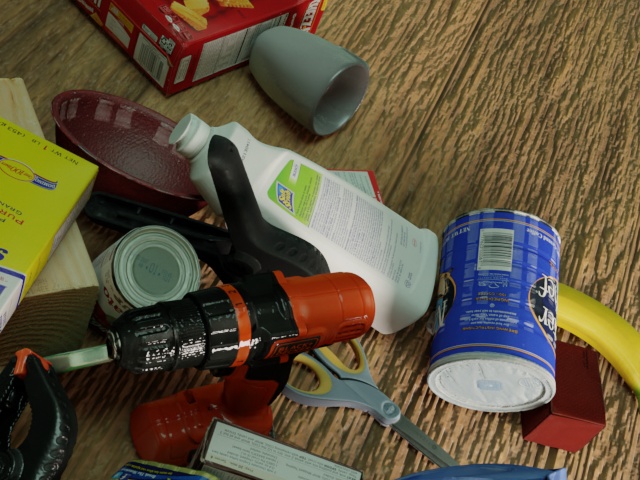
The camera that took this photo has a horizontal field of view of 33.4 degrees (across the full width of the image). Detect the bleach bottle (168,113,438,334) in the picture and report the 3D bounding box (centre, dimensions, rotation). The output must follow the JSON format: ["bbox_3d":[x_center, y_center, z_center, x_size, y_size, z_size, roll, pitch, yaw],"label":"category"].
[{"bbox_3d":[-0.014,-0.026,0.872,0.250,0.068,0.102,36,44,-25],"label":"bleach bottle"}]

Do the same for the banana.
[{"bbox_3d":[0.233,0.077,0.975,0.198,0.037,0.069,35,47,7],"label":"banana"}]

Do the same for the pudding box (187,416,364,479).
[{"bbox_3d":[-0.037,0.174,0.739,0.113,0.090,0.039,20,48,-7],"label":"pudding box"}]

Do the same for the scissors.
[{"bbox_3d":[0.034,0.140,0.851,0.096,0.016,0.202,-23,64,-34],"label":"scissors"}]

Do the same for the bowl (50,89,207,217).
[{"bbox_3d":[-0.156,-0.060,0.885,0.162,0.055,0.162,26,22,-12],"label":"bowl"}]

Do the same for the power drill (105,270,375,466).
[{"bbox_3d":[-0.071,0.092,0.726,0.184,0.188,0.057,-6,59,-30],"label":"power drill"}]

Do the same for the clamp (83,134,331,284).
[{"bbox_3d":[-0.055,0.001,0.800,0.209,0.165,0.036,34,55,-25],"label":"clamp"}]

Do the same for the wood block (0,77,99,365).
[{"bbox_3d":[-0.246,-0.017,0.807,0.090,0.091,0.206,-8,56,-30],"label":"wood block"}]

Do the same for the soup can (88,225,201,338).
[{"bbox_3d":[-0.137,0.033,0.793,0.068,0.102,0.068,8,72,-26],"label":"soup can"}]

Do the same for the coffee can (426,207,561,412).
[{"bbox_3d":[0.146,0.059,0.890,0.102,0.103,0.140,16,59,-11],"label":"coffee can"}]

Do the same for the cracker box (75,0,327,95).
[{"bbox_3d":[-0.120,-0.252,1.073,0.164,0.072,0.213,46,48,16],"label":"cracker box"}]

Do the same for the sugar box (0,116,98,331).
[{"bbox_3d":[-0.228,-0.003,0.707,0.093,0.048,0.176,26,45,-5],"label":"sugar box"}]

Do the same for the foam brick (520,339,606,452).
[{"bbox_3d":[0.204,0.132,0.907,0.053,0.051,0.078,16,48,-12],"label":"foam brick"}]

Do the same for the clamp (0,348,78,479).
[{"bbox_3d":[-0.204,0.155,0.676,0.120,0.039,0.171,-11,56,8],"label":"clamp"}]
